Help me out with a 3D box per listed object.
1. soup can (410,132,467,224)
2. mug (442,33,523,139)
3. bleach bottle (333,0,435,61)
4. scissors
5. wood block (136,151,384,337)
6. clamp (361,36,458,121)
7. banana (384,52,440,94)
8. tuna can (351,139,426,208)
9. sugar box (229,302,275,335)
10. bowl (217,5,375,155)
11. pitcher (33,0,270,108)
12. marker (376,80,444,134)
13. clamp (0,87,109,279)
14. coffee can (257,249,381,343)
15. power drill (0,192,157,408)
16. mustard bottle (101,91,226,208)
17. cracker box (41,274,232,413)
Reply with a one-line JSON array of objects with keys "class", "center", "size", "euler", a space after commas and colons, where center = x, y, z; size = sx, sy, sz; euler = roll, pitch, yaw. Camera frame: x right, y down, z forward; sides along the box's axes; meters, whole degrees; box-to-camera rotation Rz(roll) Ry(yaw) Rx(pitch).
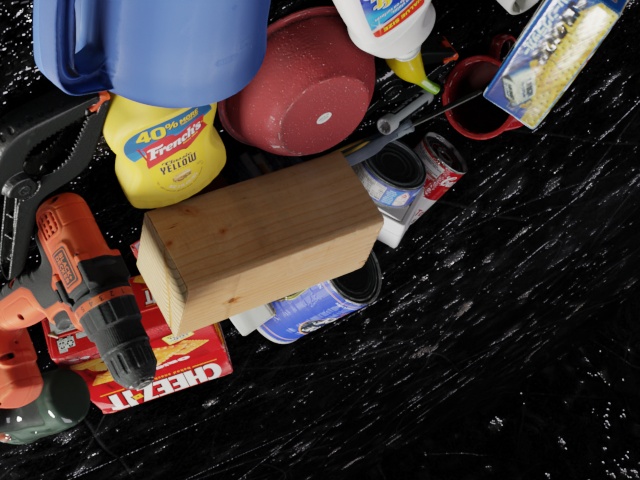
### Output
[{"class": "soup can", "center": [0.122, -0.075, 1.320], "size": [0.102, 0.068, 0.068], "euler": [-46, 158, 27]}, {"class": "mug", "center": [0.199, -0.176, 1.208], "size": [0.081, 0.093, 0.117], "euler": [-15, 116, -54]}, {"class": "bleach bottle", "center": [0.053, -0.220, 0.849], "size": [0.102, 0.068, 0.250], "euler": [-33, 156, 2]}, {"class": "scissors", "center": [0.083, -0.115, 1.143], "size": [0.202, 0.016, 0.096], "euler": [-23, -168, 8]}, {"class": "wood block", "center": [-0.056, 0.002, 1.002], "size": [0.205, 0.090, 0.091], "euler": [-20, 154, -26]}, {"class": "clamp", "center": [0.058, -0.161, 1.065], "size": [0.171, 0.039, 0.120], "euler": [-34, 163, -3]}, {"class": "banana", "center": [0.092, -0.215, 0.971], "size": [0.069, 0.037, 0.198], "euler": [-4, 140, -12]}, {"class": "tuna can", "center": [0.077, -0.079, 1.212], "size": [0.085, 0.086, 0.034], "euler": [-17, 152, -41]}, {"class": "sugar box", "center": [-0.090, 0.054, 1.160], "size": [0.048, 0.093, 0.176], "euler": [-35, 178, -1]}, {"class": "bowl", "center": [-0.009, -0.129, 0.958], "size": [0.162, 0.055, 0.162], "euler": [-23, 147, -16]}, {"class": "pitcher", "center": [-0.088, -0.195, 0.614], "size": [0.145, 0.149, 0.243], "euler": [3, 145, -10]}, {"class": "marker", "center": [0.100, -0.146, 1.152], "size": [0.120, 0.020, 0.020], "euler": [-38, 167, -44]}, {"class": "clamp", "center": [-0.237, -0.046, 0.842], "size": [0.210, 0.036, 0.164], "euler": [-41, 156, 8]}, {"class": "coffee can", "center": [-0.011, 0.055, 1.296], "size": [0.141, 0.103, 0.102], "euler": [-30, 168, 39]}, {"class": "power drill", "center": [-0.234, 0.077, 0.947], "size": [0.188, 0.184, 0.057], "euler": [-36, 162, 32]}, {"class": "mustard bottle", "center": [-0.130, -0.098, 0.872], "size": [0.096, 0.058, 0.192], "euler": [-26, 158, -12]}, {"class": "cracker box", "center": [-0.192, 0.111, 1.165], "size": [0.164, 0.072, 0.214], "euler": [-17, 156, -4]}]
